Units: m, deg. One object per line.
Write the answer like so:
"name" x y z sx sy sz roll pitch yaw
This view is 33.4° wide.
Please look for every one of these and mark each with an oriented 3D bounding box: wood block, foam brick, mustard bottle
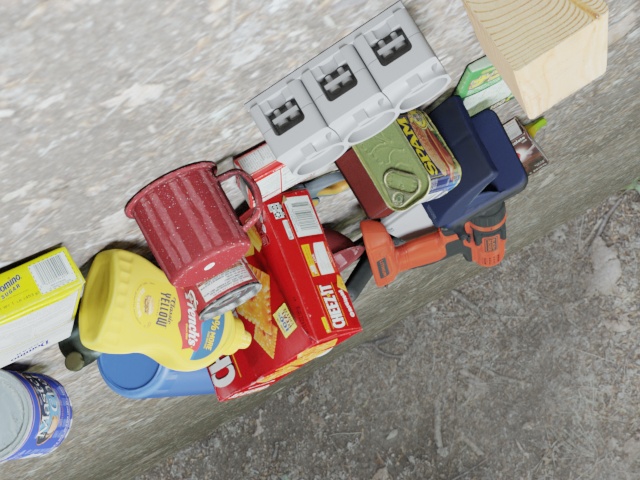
"wood block" 0.191 -0.184 0.937 0.090 0.091 0.206 -33 168 10
"foam brick" 0.063 -0.069 1.157 0.051 0.078 0.052 -36 170 25
"mustard bottle" -0.144 0.078 1.056 0.058 0.096 0.191 -10 157 43

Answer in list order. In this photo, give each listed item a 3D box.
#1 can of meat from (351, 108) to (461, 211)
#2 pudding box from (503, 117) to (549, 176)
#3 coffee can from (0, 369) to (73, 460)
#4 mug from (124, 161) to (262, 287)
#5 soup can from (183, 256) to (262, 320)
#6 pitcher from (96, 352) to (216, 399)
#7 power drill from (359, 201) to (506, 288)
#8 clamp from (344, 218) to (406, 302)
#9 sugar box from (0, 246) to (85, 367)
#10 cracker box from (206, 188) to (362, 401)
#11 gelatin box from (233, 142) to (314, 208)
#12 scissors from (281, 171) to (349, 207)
"can of meat" 0.090 -0.085 1.091 0.058 0.102 0.083 -36 170 32
"pudding box" 0.245 -0.108 1.466 0.114 0.039 0.090 -35 142 16
"coffee can" -0.354 0.199 1.218 0.103 0.103 0.140 -30 169 1
"mug" -0.104 -0.017 0.947 0.117 0.081 0.093 -31 169 4
"soup can" -0.110 0.017 1.028 0.068 0.102 0.068 -29 169 -6
"pitcher" -0.184 0.138 1.359 0.149 0.145 0.242 -46 161 15
"power drill" 0.149 -0.011 1.382 0.187 0.057 0.184 -13 144 3
"clamp" 0.074 0.007 1.550 0.209 0.036 0.165 -40 -155 -16
"sugar box" -0.275 0.067 0.988 0.093 0.048 0.176 -25 172 -24
"cracker box" -0.065 0.065 1.157 0.071 0.164 0.214 -11 163 -39
"gelatin box" -0.043 -0.070 1.007 0.073 0.030 0.089 -30 169 -8
"scissors" -0.038 -0.044 1.170 0.096 0.016 0.201 -38 166 37
